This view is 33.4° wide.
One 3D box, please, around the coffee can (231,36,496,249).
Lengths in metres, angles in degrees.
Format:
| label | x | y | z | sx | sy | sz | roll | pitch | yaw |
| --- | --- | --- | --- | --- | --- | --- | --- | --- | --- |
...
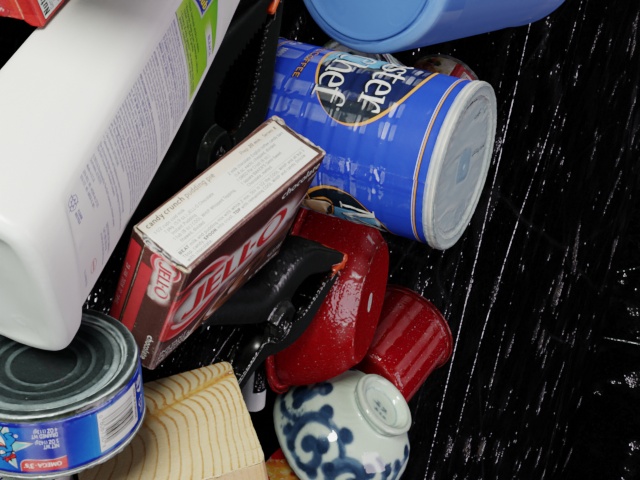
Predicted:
| label | x | y | z | sx | sy | sz | roll | pitch | yaw |
| --- | --- | --- | --- | --- | --- | --- | --- | --- | --- |
| coffee can | 0.025 | -0.062 | 0.658 | 0.102 | 0.140 | 0.103 | -48 | 147 | -46 |

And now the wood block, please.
| label | x | y | z | sx | sy | sz | roll | pitch | yaw |
| --- | --- | --- | --- | --- | --- | --- | --- | --- | --- |
| wood block | -0.068 | 0.184 | 0.595 | 0.090 | 0.090 | 0.206 | -120 | -162 | -57 |

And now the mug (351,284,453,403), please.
| label | x | y | z | sx | sy | sz | roll | pitch | yaw |
| --- | --- | --- | --- | --- | --- | --- | --- | --- | --- |
| mug | 0.048 | 0.103 | 0.923 | 0.081 | 0.093 | 0.117 | -45 | -179 | -41 |

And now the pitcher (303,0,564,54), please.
| label | x | y | z | sx | sy | sz | roll | pitch | yaw |
| --- | --- | --- | --- | --- | --- | --- | --- | --- | --- |
| pitcher | 0.094 | -0.204 | 0.728 | 0.242 | 0.145 | 0.149 | -31 | 137 | -55 |

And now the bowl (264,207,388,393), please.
| label | x | y | z | sx | sy | sz | roll | pitch | yaw |
| --- | --- | --- | --- | --- | --- | --- | --- | --- | --- |
| bowl | 0.012 | 0.040 | 0.785 | 0.162 | 0.055 | 0.162 | 13 | 90 | -76 |

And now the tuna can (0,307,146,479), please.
| label | x | y | z | sx | sy | sz | roll | pitch | yaw |
| --- | --- | --- | --- | --- | --- | --- | --- | --- | --- |
| tuna can | -0.122 | 0.065 | 0.476 | 0.086 | 0.086 | 0.034 | -44 | 142 | -50 |

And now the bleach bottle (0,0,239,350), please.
| label | x | y | z | sx | sy | sz | roll | pitch | yaw |
| --- | --- | --- | --- | --- | --- | --- | --- | --- | --- |
| bleach bottle | -0.087 | -0.079 | 0.487 | 0.103 | 0.068 | 0.250 | 96 | 17 | -56 |

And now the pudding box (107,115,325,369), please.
| label | x | y | z | sx | sy | sz | roll | pitch | yaw |
| --- | --- | --- | --- | --- | --- | --- | --- | --- | --- |
| pudding box | -0.054 | 0.001 | 0.534 | 0.113 | 0.039 | 0.090 | -46 | 171 | -39 |

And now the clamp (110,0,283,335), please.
| label | x | y | z | sx | sy | sz | roll | pitch | yaw |
| --- | --- | --- | --- | --- | --- | --- | --- | --- | --- |
| clamp | -0.074 | -0.048 | 0.573 | 0.164 | 0.036 | 0.210 | 13 | 98 | -69 |

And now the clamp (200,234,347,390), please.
| label | x | y | z | sx | sy | sz | roll | pitch | yaw |
| --- | --- | --- | --- | --- | --- | --- | --- | --- | --- |
| clamp | -0.041 | 0.056 | 0.656 | 0.171 | 0.039 | 0.120 | -29 | 144 | -51 |
